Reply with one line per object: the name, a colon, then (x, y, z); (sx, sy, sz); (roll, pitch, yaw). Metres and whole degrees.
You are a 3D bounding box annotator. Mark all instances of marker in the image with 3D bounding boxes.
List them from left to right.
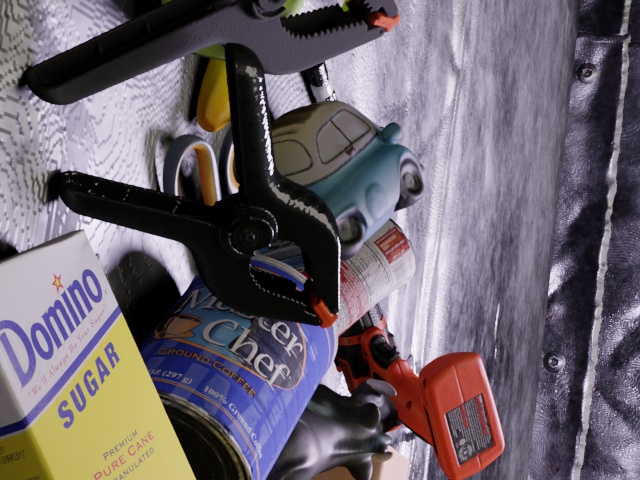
marker: (0.007, -0.111, 0.881); (0.121, 0.020, 0.020); (67, 34, -55)

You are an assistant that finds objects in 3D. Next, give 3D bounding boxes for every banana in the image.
banana: (-0.051, -0.168, 0.678); (0.069, 0.037, 0.198); (-5, 98, -41)

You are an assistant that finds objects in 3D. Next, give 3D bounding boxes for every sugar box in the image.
sugar box: (-0.107, 0.090, 0.471); (0.176, 0.048, 0.093); (69, 24, -7)

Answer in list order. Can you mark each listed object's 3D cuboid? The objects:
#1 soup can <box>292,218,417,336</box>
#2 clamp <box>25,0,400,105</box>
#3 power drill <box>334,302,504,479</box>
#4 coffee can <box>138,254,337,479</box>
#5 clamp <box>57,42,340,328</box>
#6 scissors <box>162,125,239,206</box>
soup can: (0.017, 0.029, 0.817); (0.102, 0.069, 0.068); (-35, 134, -30)
clamp: (-0.033, -0.140, 0.530); (0.209, 0.036, 0.165); (-5, 128, -42)
power drill: (0.067, 0.102, 0.882); (0.057, 0.188, 0.184); (-27, 114, -18)
coffee can: (-0.060, 0.086, 0.616); (0.140, 0.103, 0.103); (-56, 146, -54)
clamp: (-0.037, -0.020, 0.561); (0.171, 0.120, 0.039); (38, 21, -34)
scissors: (-0.055, 0.001, 0.705); (0.096, 0.016, 0.202); (-46, 143, -27)
